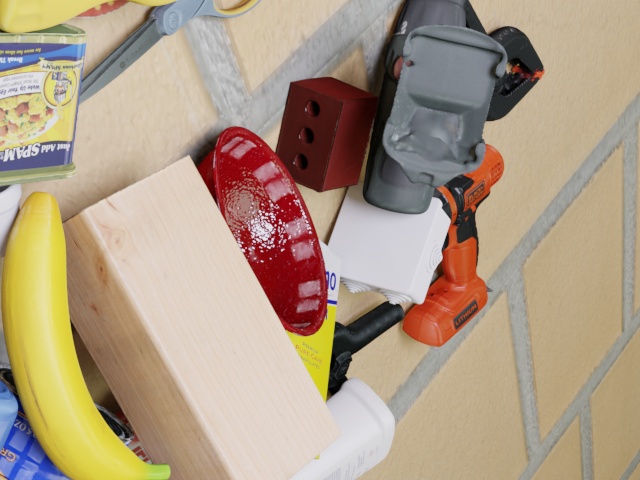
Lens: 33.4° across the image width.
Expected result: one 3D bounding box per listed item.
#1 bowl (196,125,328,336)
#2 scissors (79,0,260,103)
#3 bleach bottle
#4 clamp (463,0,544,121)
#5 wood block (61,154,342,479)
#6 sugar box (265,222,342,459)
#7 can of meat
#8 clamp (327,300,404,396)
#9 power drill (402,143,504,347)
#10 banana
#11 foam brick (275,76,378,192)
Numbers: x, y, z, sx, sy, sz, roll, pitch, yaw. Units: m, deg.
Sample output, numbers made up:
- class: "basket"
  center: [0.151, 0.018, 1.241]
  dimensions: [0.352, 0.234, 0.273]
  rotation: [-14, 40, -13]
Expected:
- class: "bowl"
  center: [-0.055, 0.001, 0.778]
  dimensions: [0.162, 0.055, 0.162]
  rotation: [53, 25, -38]
- class: "scissors"
  center: [-0.095, -0.161, 0.677]
  dimensions: [0.201, 0.016, 0.096]
  rotation: [-37, 136, -41]
- class: "bleach bottle"
  center: [-0.047, 0.230, 0.969]
  dimensions: [0.250, 0.068, 0.103]
  rotation: [-32, 151, -26]
- class: "clamp"
  center: [0.151, -0.148, 1.024]
  dimensions: [0.209, 0.036, 0.165]
  rotation: [-6, 117, -53]
- class: "wood block"
  center: [-0.087, 0.064, 0.688]
  dimensions: [0.090, 0.090, 0.206]
  rotation: [-33, 97, -39]
- class: "sugar box"
  center: [-0.026, 0.082, 0.867]
  dimensions: [0.093, 0.048, 0.176]
  rotation: [37, 58, -57]
- class: "can of meat"
  center: [-0.180, -0.079, 0.589]
  dimensions: [0.101, 0.058, 0.084]
  rotation: [-13, 120, -51]
- class: "clamp"
  center: [0.010, 0.120, 1.016]
  dimensions: [0.171, 0.039, 0.120]
  rotation: [-7, 119, -50]
- class: "power drill"
  center: [0.120, 0.014, 1.077]
  dimensions: [0.184, 0.057, 0.188]
  rotation: [-36, 139, -36]
- class: "banana"
  center: [-0.150, 0.072, 0.626]
  dimensions: [0.069, 0.037, 0.198]
  rotation: [-41, 117, -56]
- class: "foam brick"
  center: [0.004, -0.085, 0.847]
  dimensions: [0.051, 0.053, 0.078]
  rotation: [-13, 122, -50]
